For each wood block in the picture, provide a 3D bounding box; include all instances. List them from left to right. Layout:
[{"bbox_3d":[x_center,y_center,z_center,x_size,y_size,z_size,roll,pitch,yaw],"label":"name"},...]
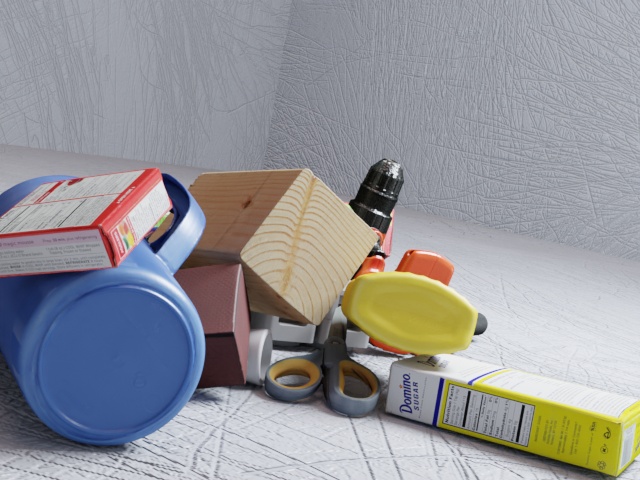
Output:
[{"bbox_3d":[-0.057,0.001,0.904,0.090,0.090,0.206,43,-17,-23],"label":"wood block"}]

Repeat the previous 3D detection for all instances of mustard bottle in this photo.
[{"bbox_3d":[0.065,0.059,0.879,0.096,0.058,0.191,14,-3,-1],"label":"mustard bottle"}]

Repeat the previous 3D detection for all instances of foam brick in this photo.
[{"bbox_3d":[-0.081,0.062,0.776,0.053,0.051,0.078,-5,38,5],"label":"foam brick"}]

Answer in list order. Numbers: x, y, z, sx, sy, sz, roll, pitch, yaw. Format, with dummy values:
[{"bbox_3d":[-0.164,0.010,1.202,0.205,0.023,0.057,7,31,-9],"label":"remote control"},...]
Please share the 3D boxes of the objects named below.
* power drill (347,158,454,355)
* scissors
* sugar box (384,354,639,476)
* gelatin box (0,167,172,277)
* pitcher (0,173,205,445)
[{"bbox_3d":[0.063,0.019,1.076,0.057,0.184,0.188,19,10,-24],"label":"power drill"},{"bbox_3d":[-0.006,0.090,0.860,0.096,0.016,0.202,2,17,-12],"label":"scissors"},{"bbox_3d":[0.146,0.125,0.794,0.176,0.048,0.093,9,4,28],"label":"sugar box"},{"bbox_3d":[-0.141,-0.009,0.613,0.089,0.030,0.073,-6,26,23],"label":"gelatin box"},{"bbox_3d":[-0.150,0.034,0.708,0.144,0.149,0.243,6,11,-24],"label":"pitcher"}]
